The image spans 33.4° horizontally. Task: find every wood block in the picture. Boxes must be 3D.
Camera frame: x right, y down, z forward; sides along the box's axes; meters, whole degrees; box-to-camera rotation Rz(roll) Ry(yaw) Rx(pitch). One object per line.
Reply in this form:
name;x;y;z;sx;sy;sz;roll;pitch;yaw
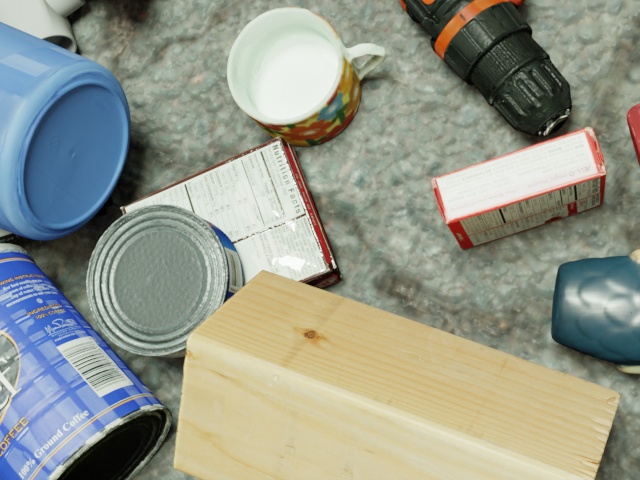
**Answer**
wood block;0.038;0.100;0.557;0.206;0.090;0.090;19;119;18

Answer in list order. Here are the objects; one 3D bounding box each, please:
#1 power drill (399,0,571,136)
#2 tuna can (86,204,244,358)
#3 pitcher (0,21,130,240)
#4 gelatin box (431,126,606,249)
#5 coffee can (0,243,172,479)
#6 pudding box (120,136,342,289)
power drill;0.131;-0.177;0.607;0.188;0.057;0.184;-41;73;15
tuna can;-0.088;0.024;0.609;0.086;0.033;0.086;-3;80;15
pitcher;-0.244;-0.078;0.648;0.243;0.144;0.149;22;120;24
gelatin box;0.111;-0.028;0.588;0.089;0.073;0.030;-19;75;11
coffee can;-0.171;0.085;0.626;0.103;0.102;0.140;-47;72;2
pudding box;-0.054;0.001;0.645;0.113;0.039;0.090;-22;75;8
